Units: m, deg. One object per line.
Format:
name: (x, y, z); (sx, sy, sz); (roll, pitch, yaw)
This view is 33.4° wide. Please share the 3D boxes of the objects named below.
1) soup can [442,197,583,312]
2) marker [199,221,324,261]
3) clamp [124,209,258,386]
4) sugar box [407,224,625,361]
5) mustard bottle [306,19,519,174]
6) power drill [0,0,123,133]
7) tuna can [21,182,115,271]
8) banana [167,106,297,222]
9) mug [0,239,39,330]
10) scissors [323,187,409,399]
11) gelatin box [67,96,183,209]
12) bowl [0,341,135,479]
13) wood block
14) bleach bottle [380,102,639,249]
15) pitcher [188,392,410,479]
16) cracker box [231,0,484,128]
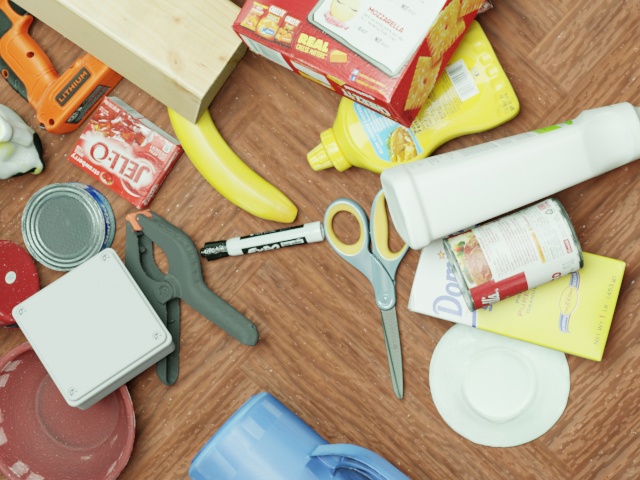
soup can: (0.163, 0.012, 0.907); (0.102, 0.068, 0.068); (-21, 92, 3)
marker: (-0.057, 0.001, 1.016); (0.121, 0.020, 0.020); (-10, 94, 11)
clamp: (-0.130, 0.047, 1.020); (0.120, 0.039, 0.171); (-18, 95, 20)
sugar box: (0.174, 0.041, 0.960); (0.176, 0.048, 0.093); (14, 88, 6)
mustard bottle: (0.075, -0.113, 0.960); (0.192, 0.058, 0.096); (-27, 89, 12)
power drill: (-0.271, -0.209, 1.016); (0.187, 0.057, 0.184); (44, 101, 5)
tuna can: (-0.245, -0.014, 1.042); (0.086, 0.033, 0.086); (1, 96, 10)
banana: (-0.095, -0.093, 1.004); (0.070, 0.037, 0.198); (-27, 91, 14)
mug: (-0.321, 0.052, 1.032); (0.082, 0.093, 0.117); (-12, 138, 26)
scissors: (0.043, 0.045, 1.005); (0.096, 0.016, 0.202); (8, 98, 11)
gelatin box: (-0.186, -0.084, 1.025); (0.089, 0.030, 0.073); (35, 102, 6)
bowl: (-0.250, 0.171, 1.052); (0.162, 0.055, 0.162); (1, 96, 10)
wood block: (-0.169, -0.206, 0.943); (0.206, 0.091, 0.090); (34, 76, -4)
bleach bottle: (0.182, -0.065, 0.909); (0.251, 0.102, 0.068); (-18, 101, -2)
pitcher: (0.004, 0.250, 0.977); (0.243, 0.145, 0.149); (43, 81, 7)
cracker box: (0.052, -0.223, 0.885); (0.164, 0.072, 0.213); (29, 86, 25)
